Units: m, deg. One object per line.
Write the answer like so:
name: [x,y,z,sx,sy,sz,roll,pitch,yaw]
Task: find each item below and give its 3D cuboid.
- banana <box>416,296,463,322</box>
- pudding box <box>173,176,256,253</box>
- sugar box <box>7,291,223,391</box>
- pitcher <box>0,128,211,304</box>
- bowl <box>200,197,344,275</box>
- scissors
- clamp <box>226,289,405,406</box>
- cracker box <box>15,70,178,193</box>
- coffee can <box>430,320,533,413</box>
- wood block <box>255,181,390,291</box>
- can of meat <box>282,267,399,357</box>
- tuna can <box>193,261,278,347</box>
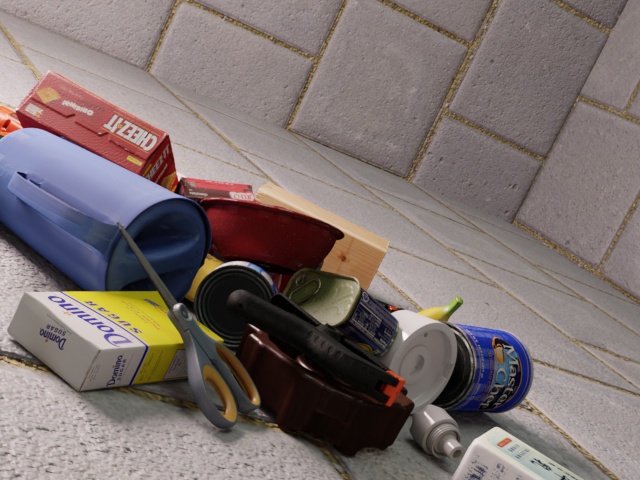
banana: [0.075,0.111,1.242,0.197,0.070,0.037,-18,49,-27]
pudding box: [-0.136,-0.021,1.251,0.089,0.114,0.039,6,47,-25]
sugar box: [-0.171,0.082,0.916,0.093,0.048,0.176,32,11,25]
pitcher: [-0.241,-0.028,1.070,0.243,0.149,0.144,28,46,33]
bowl: [-0.058,0.001,1.161,0.162,0.055,0.162,12,-8,2]
scissors: [-0.118,0.079,0.897,0.201,0.016,0.096,51,20,-18]
clamp: [-0.006,0.092,0.965,0.172,0.039,0.120,30,10,26]
cracker box: [-0.250,-0.089,1.251,0.164,0.072,0.214,28,-21,9]
coffee can: [0.172,0.150,1.250,0.103,0.103,0.140,34,13,37]
wood block: [-0.011,0.002,1.586,0.206,0.091,0.090,27,11,2]
can of meat: [0.021,0.078,1.117,0.102,0.057,0.083,10,-24,45]
tuna can: [-0.085,0.065,1.098,0.086,0.086,0.033,26,9,1]
